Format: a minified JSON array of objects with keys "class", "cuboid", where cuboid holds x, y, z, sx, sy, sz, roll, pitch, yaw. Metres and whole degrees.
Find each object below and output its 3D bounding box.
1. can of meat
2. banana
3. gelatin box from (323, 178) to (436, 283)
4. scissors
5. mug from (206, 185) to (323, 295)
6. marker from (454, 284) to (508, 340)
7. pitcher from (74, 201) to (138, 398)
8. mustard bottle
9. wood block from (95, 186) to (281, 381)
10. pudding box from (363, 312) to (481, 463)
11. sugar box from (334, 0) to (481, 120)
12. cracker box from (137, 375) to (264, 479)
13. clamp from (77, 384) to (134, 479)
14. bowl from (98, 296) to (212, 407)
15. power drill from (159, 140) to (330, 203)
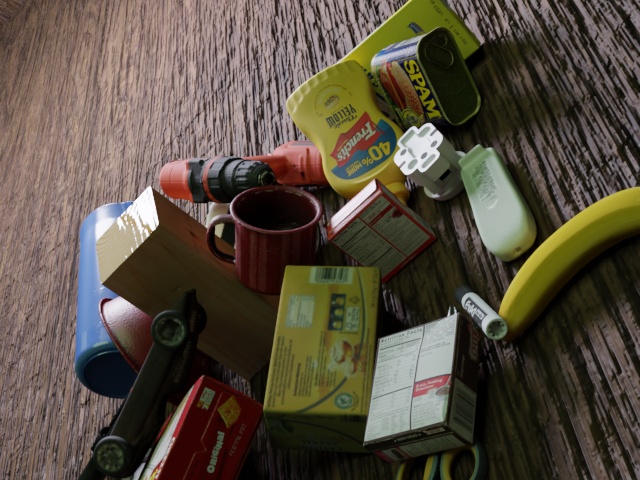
[{"class":"can of meat","cuboid":[0.111,-0.170,1.148,0.057,0.102,0.084,-38,19,-31]},{"class":"banana","cuboid":[0.218,0.010,0.880,0.198,0.037,0.069,-36,35,25]},{"class":"gelatin box","cuboid":[0.059,-0.009,1.061,0.073,0.089,0.030,-42,32,16]},{"class":"scissors","cuboid":[0.116,0.140,0.901,0.096,0.016,0.201,-7,52,48]},{"class":"mug","cuboid":[-0.057,0.001,1.079,0.093,0.117,0.081,-91,3,-57]},{"class":"marker","cuboid":[0.137,0.060,0.920,0.020,0.020,0.121,-49,12,5]},{"class":"pitcher","cuboid":[-0.248,0.083,1.354,0.145,0.149,0.243,-23,42,16]},{"class":"mustard bottle","cuboid":[0.044,-0.099,1.153,0.096,0.058,0.192,-31,65,4]},{"class":"wood block","cuboid":[-0.128,0.048,1.136,0.090,0.205,0.091,-44,31,12]},{"class":"pudding box","cuboid":[0.087,0.124,0.901,0.090,0.039,0.113,-23,39,36]},{"class":"sugar box","cuboid":[0.085,-0.199,1.216,0.176,0.093,0.048,-40,8,19]},{"class":"cracker box","cuboid":[-0.131,0.233,1.002,0.164,0.072,0.214,-67,7,-24]},{"class":"clamp","cuboid":[-0.235,0.234,1.165,0.210,0.036,0.164,-53,10,38]},{"class":"bowl","cuboid":[-0.169,0.109,1.176,0.055,0.162,0.162,-40,32,5]},{"class":"power drill","cuboid":[-0.064,-0.079,1.212,0.185,0.187,0.057,6,103,48]}]
